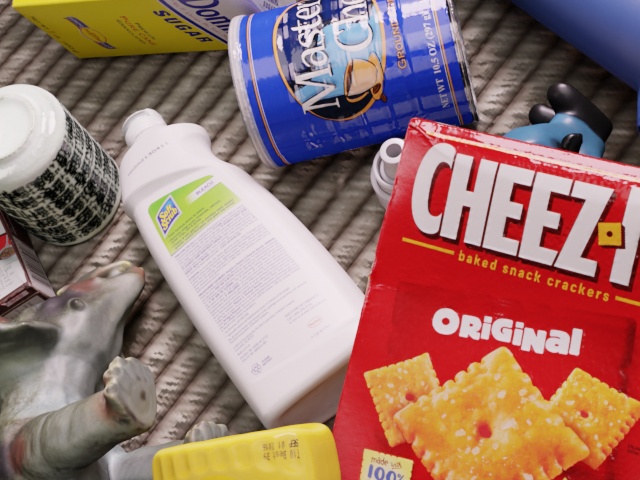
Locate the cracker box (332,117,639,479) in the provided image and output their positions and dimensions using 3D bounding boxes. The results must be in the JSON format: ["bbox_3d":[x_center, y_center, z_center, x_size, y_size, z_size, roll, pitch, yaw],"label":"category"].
[{"bbox_3d":[0.101,0.061,0.528,0.164,0.072,0.214,16,97,27],"label":"cracker box"}]

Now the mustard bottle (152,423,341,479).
[{"bbox_3d":[-0.025,0.191,0.523,0.096,0.058,0.191,-14,80,25],"label":"mustard bottle"}]

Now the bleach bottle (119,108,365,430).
[{"bbox_3d":[-0.055,0.001,0.688,0.102,0.068,0.251,-36,61,-1],"label":"bleach bottle"}]

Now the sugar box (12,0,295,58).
[{"bbox_3d":[-0.116,-0.167,0.752,0.176,0.093,0.048,3,77,21],"label":"sugar box"}]

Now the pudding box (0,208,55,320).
[{"bbox_3d":[-0.250,0.018,0.752,0.090,0.039,0.113,-34,61,1],"label":"pudding box"}]

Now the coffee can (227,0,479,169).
[{"bbox_3d":[0.023,-0.110,0.688,0.140,0.102,0.103,-12,65,11],"label":"coffee can"}]
